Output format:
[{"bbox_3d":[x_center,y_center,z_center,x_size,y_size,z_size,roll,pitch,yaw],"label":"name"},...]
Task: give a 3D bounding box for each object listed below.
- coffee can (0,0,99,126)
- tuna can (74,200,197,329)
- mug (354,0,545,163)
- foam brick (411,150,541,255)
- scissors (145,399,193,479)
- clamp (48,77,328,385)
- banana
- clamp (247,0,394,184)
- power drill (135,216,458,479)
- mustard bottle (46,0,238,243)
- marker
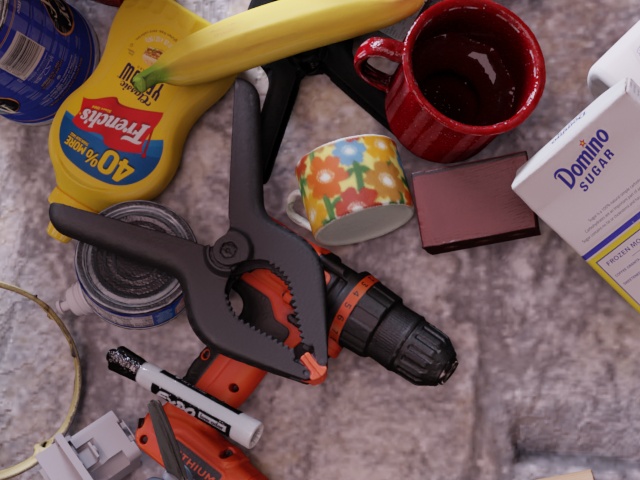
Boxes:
[{"bbox_3d":[-0.236,-0.148,0.768,0.103,0.140,0.103,-2,83,13],"label":"coffee can"},{"bbox_3d":[-0.125,0.016,0.736,0.086,0.034,0.086,1,68,-4],"label":"tuna can"},{"bbox_3d":[0.078,-0.103,0.701,0.117,0.081,0.093,14,74,-6],"label":"mug"},{"bbox_3d":[0.105,-0.024,0.716,0.078,0.053,0.051,-11,81,13],"label":"foam brick"},{"bbox_3d":[-0.104,0.153,0.693,0.096,0.201,0.016,17,51,36],"label":"scissors"},{"bbox_3d":[-0.055,0.001,0.703,0.164,0.036,0.210,-43,77,-8],"label":"clamp"},{"bbox_3d":[-0.027,-0.136,0.715,0.198,0.069,0.037,-18,121,8],"label":"banana"},{"bbox_3d":[0.002,-0.129,0.762,0.120,0.039,0.171,-5,80,-4],"label":"clamp"},{"bbox_3d":[-0.024,0.097,0.731,0.184,0.057,0.187,33,89,19],"label":"power drill"},{"bbox_3d":[-0.142,-0.083,0.780,0.096,0.058,0.191,33,92,6],"label":"mustard bottle"},{"bbox_3d":[-0.092,0.102,0.707,0.121,0.020,0.020,26,89,20],"label":"marker"}]
